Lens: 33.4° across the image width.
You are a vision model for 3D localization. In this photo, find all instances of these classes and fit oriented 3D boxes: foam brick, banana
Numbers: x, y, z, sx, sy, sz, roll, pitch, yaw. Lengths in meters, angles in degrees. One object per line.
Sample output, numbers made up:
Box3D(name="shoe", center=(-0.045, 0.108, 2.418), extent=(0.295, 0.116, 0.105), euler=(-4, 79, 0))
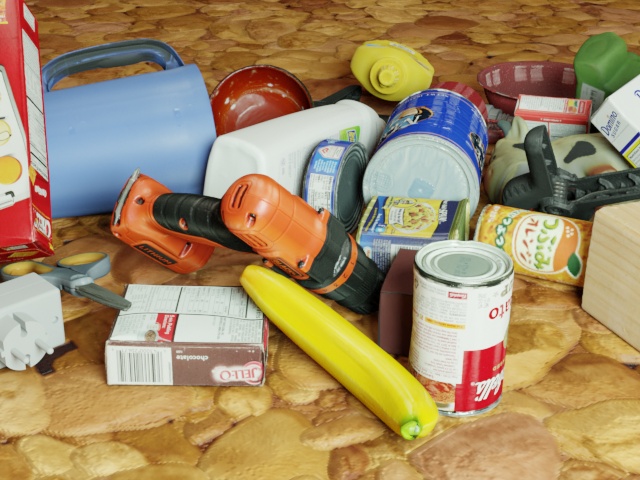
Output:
Box3D(name="foam brick", center=(0.076, 0.046, 0.805), extent=(0.051, 0.053, 0.078), euler=(7, 27, 13))
Box3D(name="banana", center=(0.019, 0.077, 0.724), extent=(0.037, 0.069, 0.198), euler=(-47, 49, -6))

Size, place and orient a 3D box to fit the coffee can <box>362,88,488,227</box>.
Box3D(name="coffee can", center=(0.101, -0.072, 0.993), extent=(0.103, 0.103, 0.140), euler=(6, 26, 10))

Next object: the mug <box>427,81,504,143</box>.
Box3D(name="mug", center=(0.140, -0.117, 1.103), extent=(0.117, 0.093, 0.081), euler=(4, 21, 16))

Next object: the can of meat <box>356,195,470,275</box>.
Box3D(name="can of meat", center=(0.078, 0.001, 0.895), extent=(0.084, 0.057, 0.102), euler=(4, 25, 13))

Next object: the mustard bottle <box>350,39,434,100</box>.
Box3D(name="mustard bottle", center=(0.084, -0.199, 1.256), extent=(0.096, 0.058, 0.191), euler=(24, 14, 1))

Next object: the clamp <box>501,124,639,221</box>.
Box3D(name="clamp", center=(0.193, -0.045, 0.891), extent=(0.120, 0.172, 0.039), euler=(26, 65, -13))

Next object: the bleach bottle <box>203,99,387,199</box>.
Box3D(name="bleach bottle", center=(-0.009, -0.075, 1.024), extent=(0.068, 0.103, 0.250), euler=(23, 27, 26))

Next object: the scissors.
Box3D(name="scissors", center=(-0.173, 0.030, 0.826), extent=(0.202, 0.016, 0.096), euler=(6, 16, 43))

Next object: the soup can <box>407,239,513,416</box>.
Box3D(name="soup can", center=(0.094, 0.058, 0.724), extent=(0.068, 0.102, 0.068), euler=(1, 26, 0))

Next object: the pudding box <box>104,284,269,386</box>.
Box3D(name="pudding box", center=(-0.093, 0.067, 0.776), extent=(0.113, 0.039, 0.090), euler=(2, 24, -1))

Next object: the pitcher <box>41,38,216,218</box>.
Box3D(name="pitcher", center=(-0.222, -0.093, 0.993), extent=(0.242, 0.145, 0.149), euler=(-10, 27, -14))

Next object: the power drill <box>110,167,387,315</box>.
Box3D(name="power drill", center=(-0.055, 0.001, 0.826), extent=(0.188, 0.184, 0.057), euler=(5, 67, 39))

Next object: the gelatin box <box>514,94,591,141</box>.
Box3D(name="gelatin box", center=(0.239, -0.110, 1.094), extent=(0.073, 0.089, 0.030), euler=(8, 61, 17))

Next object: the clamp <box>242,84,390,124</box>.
Box3D(name="clamp", center=(0.000, -0.141, 1.208), extent=(0.209, 0.036, 0.165), euler=(-6, 25, -22))

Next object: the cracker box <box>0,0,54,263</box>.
Box3D(name="cracker box", center=(-0.311, -0.084, 0.875), extent=(0.164, 0.214, 0.072), euler=(-8, -12, 2))

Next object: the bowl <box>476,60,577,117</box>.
Box3D(name="bowl", center=(0.260, -0.160, 1.231), extent=(0.162, 0.055, 0.162), euler=(0, 26, 0))

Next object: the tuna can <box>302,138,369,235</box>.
Box3D(name="tuna can", center=(0.014, -0.048, 0.962), extent=(0.034, 0.086, 0.086), euler=(9, 27, 20))
